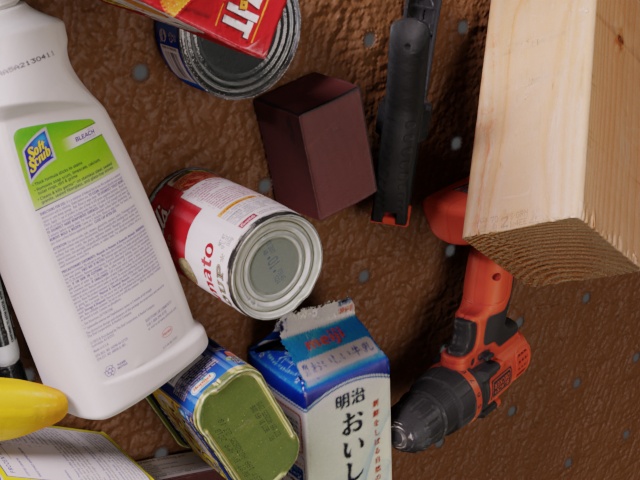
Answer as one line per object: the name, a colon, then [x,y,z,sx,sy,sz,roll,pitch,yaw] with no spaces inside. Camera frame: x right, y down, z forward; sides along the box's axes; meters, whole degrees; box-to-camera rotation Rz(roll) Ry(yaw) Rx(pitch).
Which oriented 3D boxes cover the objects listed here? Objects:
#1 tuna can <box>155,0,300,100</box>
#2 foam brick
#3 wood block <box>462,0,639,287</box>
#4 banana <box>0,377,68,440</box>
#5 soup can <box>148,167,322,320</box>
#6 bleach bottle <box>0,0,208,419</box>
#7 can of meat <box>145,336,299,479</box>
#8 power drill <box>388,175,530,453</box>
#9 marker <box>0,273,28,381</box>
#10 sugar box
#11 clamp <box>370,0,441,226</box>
tuna can: [-0.056,-0.130,0.643,0.085,0.034,0.086,-15,116,-34]
foam brick: [-0.002,-0.062,0.700,0.051,0.053,0.078,-28,123,-28]
wood block: [0.170,-0.082,0.747,0.090,0.090,0.206,32,58,-40]
banana: [-0.218,0.062,0.541,0.069,0.037,0.197,-48,125,-2]
soup can: [-0.054,0.001,0.650,0.068,0.102,0.068,-16,117,-34]
bleach bottle: [-0.141,-0.029,0.595,0.102,0.068,0.251,-36,123,-41]
can of meat: [-0.068,0.109,0.695,0.057,0.084,0.102,-41,128,-19]
power drill: [0.108,0.052,0.809,0.184,0.057,0.188,-27,126,-51]
marker: [-0.188,0.042,0.615,0.020,0.020,0.121,-23,120,-30]
sugar box: [-0.184,0.136,0.607,0.175,0.093,0.048,16,97,-40]
clamp: [0.055,-0.085,0.714,0.120,0.039,0.171,-48,145,-67]
